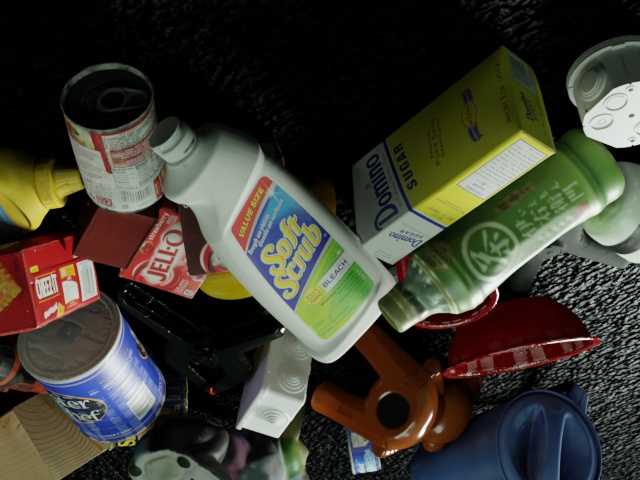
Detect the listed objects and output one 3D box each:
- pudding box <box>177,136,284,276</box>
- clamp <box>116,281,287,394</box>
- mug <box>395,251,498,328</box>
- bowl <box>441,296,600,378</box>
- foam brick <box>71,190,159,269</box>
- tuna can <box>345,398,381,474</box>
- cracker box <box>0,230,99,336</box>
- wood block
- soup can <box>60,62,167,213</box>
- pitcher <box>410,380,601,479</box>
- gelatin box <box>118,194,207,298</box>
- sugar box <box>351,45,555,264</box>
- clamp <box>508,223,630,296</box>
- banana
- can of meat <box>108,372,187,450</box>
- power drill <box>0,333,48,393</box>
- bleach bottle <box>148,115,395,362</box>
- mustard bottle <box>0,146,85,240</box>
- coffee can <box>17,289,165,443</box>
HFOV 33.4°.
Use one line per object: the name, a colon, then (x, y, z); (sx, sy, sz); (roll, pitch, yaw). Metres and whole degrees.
pudding box: (-0.073, -0.027, 0.890); (0.090, 0.039, 0.113); (-9, 126, -6)
clamp: (-0.124, 0.103, 1.080); (0.164, 0.036, 0.210); (15, 152, -2)
mug: (0.103, 0.017, 0.964); (0.093, 0.081, 0.117); (-26, 140, 26)
bowl: (0.197, 0.095, 1.082); (0.162, 0.055, 0.162); (-11, 164, -3)
foam brick: (-0.173, -0.022, 0.903); (0.051, 0.053, 0.078); (14, 139, -24)
tuna can: (0.048, 0.227, 1.243); (0.034, 0.086, 0.086); (-9, 144, 2)
cracker box: (-0.315, 0.047, 0.899); (0.214, 0.072, 0.164); (-10, -175, 7)
wood block: (-0.346, 0.246, 1.190); (0.206, 0.091, 0.090); (-33, 177, 33)
soup can: (-0.155, -0.076, 0.817); (0.068, 0.068, 0.102); (-4, 144, -2)
pitcher: (0.209, 0.254, 1.245); (0.149, 0.145, 0.243); (0, 162, -23)
gelatin box: (-0.129, 0.006, 0.949); (0.073, 0.030, 0.089); (20, 124, -26)
sugar box: (0.098, -0.064, 0.843); (0.048, 0.093, 0.176); (27, 133, -34)
clamp: (0.204, 0.003, 0.996); (0.120, 0.039, 0.171); (-29, 138, 25)
banana: (-0.047, 0.010, 0.975); (0.198, 0.037, 0.069); (-30, 137, 30)
can of meat: (-0.193, 0.188, 1.183); (0.083, 0.057, 0.102); (-2, 145, -15)
power drill: (-0.372, 0.135, 1.059); (0.188, 0.057, 0.184); (-13, 160, 16)
bleach bottle: (-0.046, -0.005, 0.841); (0.102, 0.068, 0.250); (-47, 128, 1)
mustard bottle: (-0.284, -0.034, 0.867); (0.191, 0.058, 0.096); (-10, 145, 7)
coffee can: (-0.223, 0.125, 1.055); (0.103, 0.103, 0.140); (-10, 144, 7)
